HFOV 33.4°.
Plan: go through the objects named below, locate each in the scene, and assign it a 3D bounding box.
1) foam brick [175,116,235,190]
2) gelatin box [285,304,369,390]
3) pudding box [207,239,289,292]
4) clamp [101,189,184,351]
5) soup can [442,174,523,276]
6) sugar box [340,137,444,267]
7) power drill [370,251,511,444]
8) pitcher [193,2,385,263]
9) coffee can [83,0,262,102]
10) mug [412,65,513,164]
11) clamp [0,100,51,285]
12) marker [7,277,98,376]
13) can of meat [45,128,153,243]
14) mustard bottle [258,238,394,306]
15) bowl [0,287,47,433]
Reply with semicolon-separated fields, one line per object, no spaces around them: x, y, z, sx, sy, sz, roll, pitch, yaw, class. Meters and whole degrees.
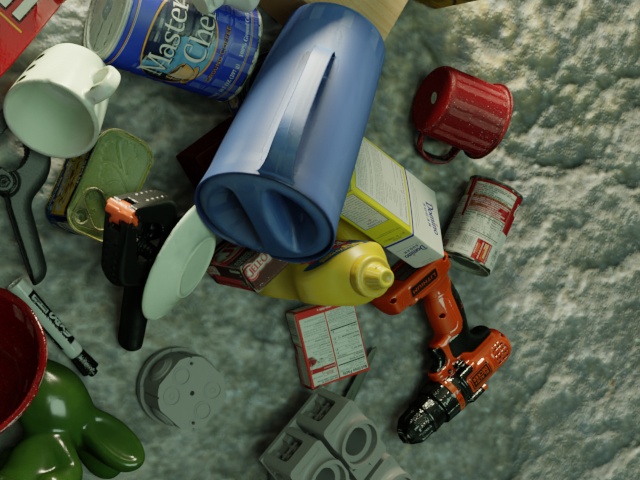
-0.097;-0.085;1.086;0.078;0.051;0.053;-39;113;-23;foam brick
0.008;0.111;1.171;0.073;0.030;0.089;-17;99;-23;gelatin box
-0.057;0.001;1.094;0.113;0.090;0.039;-42;115;-23;pudding box
-0.164;0.019;0.995;0.036;0.210;0.164;27;81;14;clamp
0.188;-0.017;1.254;0.068;0.069;0.102;31;78;-29;soup can
0.065;-0.046;1.147;0.176;0.048;0.093;36;40;-44;sugar box
0.125;0.118;1.234;0.184;0.057;0.187;-41;116;-27;power drill
-0.016;-0.114;1.007;0.145;0.149;0.242;45;50;-36;pitcher
-0.141;-0.200;1.021;0.140;0.103;0.103;15;86;-31;coffee can
0.153;-0.140;1.221;0.081;0.093;0.117;18;120;-26;mug
-0.286;-0.044;0.980;0.120;0.039;0.171;27;79;-29;clamp
-0.254;0.085;1.021;0.020;0.020;0.121;-44;114;-21;marker
-0.211;-0.052;1.000;0.057;0.084;0.102;26;80;-30;can of meat
0.012;0.031;1.078;0.096;0.192;0.058;-23;105;-28;mustard bottle
-0.314;0.119;0.937;0.162;0.162;0.055;-44;157;-21;bowl
